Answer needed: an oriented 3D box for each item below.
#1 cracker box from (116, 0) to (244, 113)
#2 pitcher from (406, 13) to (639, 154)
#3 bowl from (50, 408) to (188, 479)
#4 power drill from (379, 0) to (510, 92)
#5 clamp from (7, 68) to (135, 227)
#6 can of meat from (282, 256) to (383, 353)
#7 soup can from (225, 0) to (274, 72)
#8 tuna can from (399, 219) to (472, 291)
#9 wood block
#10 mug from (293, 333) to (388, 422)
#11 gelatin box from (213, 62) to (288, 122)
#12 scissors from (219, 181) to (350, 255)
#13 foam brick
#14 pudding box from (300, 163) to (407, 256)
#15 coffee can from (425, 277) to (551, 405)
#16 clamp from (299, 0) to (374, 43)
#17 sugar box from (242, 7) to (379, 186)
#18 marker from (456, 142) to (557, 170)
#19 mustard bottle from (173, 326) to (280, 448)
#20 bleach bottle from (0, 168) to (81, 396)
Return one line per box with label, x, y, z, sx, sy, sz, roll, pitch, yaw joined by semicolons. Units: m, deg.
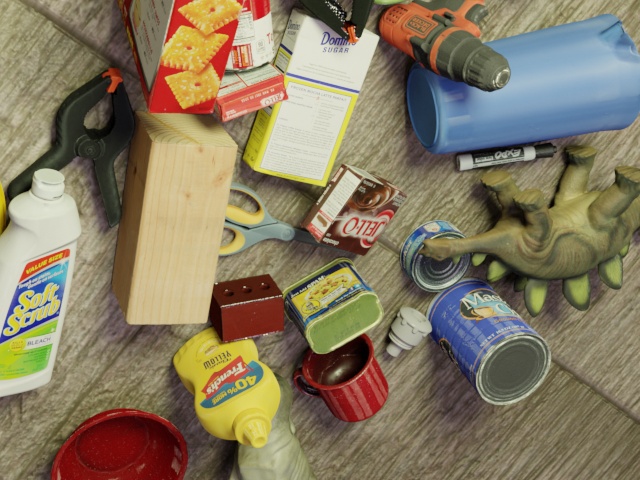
cracker box;-0.118;-0.243;0.938;0.072;0.164;0.214;-3;143;-24
pitcher;0.224;-0.164;1.202;0.242;0.145;0.149;-12;109;-13
bowl;-0.241;0.255;1.262;0.162;0.055;0.162;-10;120;-18
power drill;0.173;-0.246;1.104;0.187;0.185;0.057;-45;137;-7
clamp;-0.247;-0.095;1.083;0.120;0.039;0.171;4;115;-28
can of meat;0.014;0.078;1.259;0.102;0.084;0.057;-30;124;-6
soup can;-0.083;-0.227;1.062;0.068;0.069;0.102;-15;122;-16
tuna can;0.143;0.020;1.313;0.086;0.034;0.086;-10;120;-18
wood block;-0.158;-0.022;1.127;0.090;0.091;0.206;1;116;-24
mug;0.024;0.172;1.319;0.117;0.093;0.081;-12;132;19
gelatin box;-0.081;-0.157;1.088;0.073;0.089;0.030;-21;123;-12
scissors;-0.058;0.002;1.228;0.201;0.016;0.096;34;102;-33
foam brick;-0.085;0.078;1.235;0.078;0.053;0.051;-10;120;-19
pudding box;0.039;-0.034;1.213;0.090;0.039;0.113;-56;148;11
coffee can;0.206;0.124;1.331;0.102;0.140;0.103;-10;120;-18
clamp;-0.006;-0.292;1.042;0.165;0.036;0.210;-4;123;14
sugar box;-0.012;-0.152;1.148;0.093;0.048;0.176;11;108;-29
marker;0.224;-0.101;1.276;0.121;0.020;0.020;-8;120;-5
mustard bottle;-0.098;0.169;1.194;0.096;0.192;0.058;-27;124;-8
bleach bottle;-0.305;0.042;1.090;0.102;0.068;0.251;-8;128;-40
